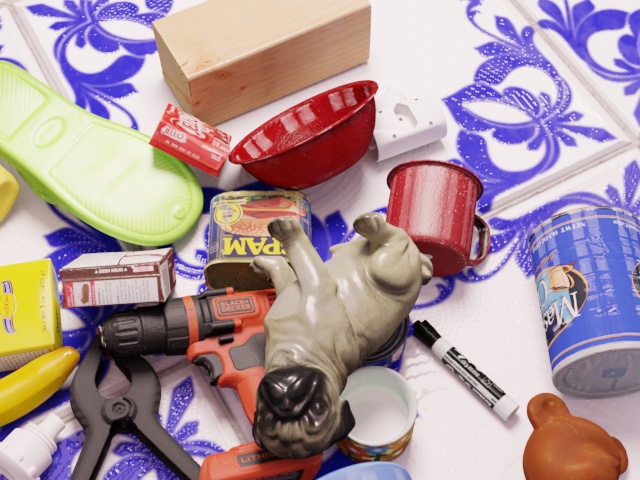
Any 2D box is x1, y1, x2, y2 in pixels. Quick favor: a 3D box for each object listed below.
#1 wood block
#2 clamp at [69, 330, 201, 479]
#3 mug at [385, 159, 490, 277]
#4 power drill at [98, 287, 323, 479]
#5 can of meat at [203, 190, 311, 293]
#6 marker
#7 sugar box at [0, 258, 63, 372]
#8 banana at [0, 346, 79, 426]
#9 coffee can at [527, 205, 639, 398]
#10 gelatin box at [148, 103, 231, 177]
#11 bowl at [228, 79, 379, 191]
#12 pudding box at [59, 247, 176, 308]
[{"bbox_3d":[-0.058,-0.207,1.112,0.206,0.090,0.091,-25,62,-14],"label":"wood block"},{"bbox_3d":[-0.163,0.157,0.923,0.120,0.039,0.171,1,59,-15],"label":"clamp"},{"bbox_3d":[0.112,-0.013,1.003,0.117,0.093,0.081,25,60,-27],"label":"mug"},{"bbox_3d":[-0.086,0.127,0.911,0.184,0.057,0.188,-8,57,-16],"label":"power drill"},{"bbox_3d":[-0.056,0.001,1.006,0.102,0.057,0.084,0,56,-1],"label":"can of meat"},{"bbox_3d":[0.128,0.114,0.957,0.020,0.020,0.121,-38,65,-21],"label":"marker"},{"bbox_3d":[-0.326,0.076,0.968,0.176,0.048,0.093,-8,59,-6],"label":"sugar box"},{"bbox_3d":[-0.303,0.140,0.915,0.197,0.070,0.037,-11,42,-23],"label":"banana"},{"bbox_3d":[0.245,0.055,0.942,0.103,0.103,0.140,-3,58,-1],"label":"coffee can"},{"bbox_3d":[-0.125,-0.099,1.039,0.073,0.089,0.030,27,104,-10],"label":"gelatin box"},{"bbox_3d":[-0.006,-0.094,1.035,0.162,0.055,0.162,-25,18,8],"label":"bowl"},{"bbox_3d":[-0.179,0.033,0.958,0.090,0.113,0.039,-5,95,-2],"label":"pudding box"}]
